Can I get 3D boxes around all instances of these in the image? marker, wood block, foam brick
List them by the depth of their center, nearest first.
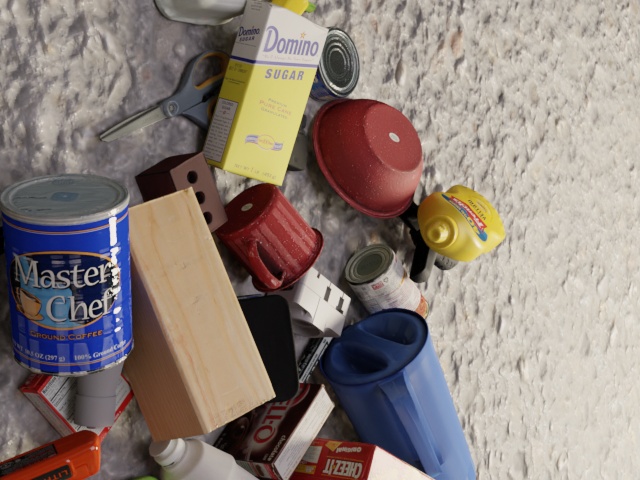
[{"bbox_3d":[-0.134,0.069,0.973,0.090,0.091,0.206,-23,92,-41],"label":"wood block"},{"bbox_3d":[-0.136,-0.041,1.052,0.052,0.051,0.078,-39,117,-45],"label":"foam brick"},{"bbox_3d":[-0.018,0.147,1.209,0.020,0.020,0.121,58,46,-31],"label":"marker"}]

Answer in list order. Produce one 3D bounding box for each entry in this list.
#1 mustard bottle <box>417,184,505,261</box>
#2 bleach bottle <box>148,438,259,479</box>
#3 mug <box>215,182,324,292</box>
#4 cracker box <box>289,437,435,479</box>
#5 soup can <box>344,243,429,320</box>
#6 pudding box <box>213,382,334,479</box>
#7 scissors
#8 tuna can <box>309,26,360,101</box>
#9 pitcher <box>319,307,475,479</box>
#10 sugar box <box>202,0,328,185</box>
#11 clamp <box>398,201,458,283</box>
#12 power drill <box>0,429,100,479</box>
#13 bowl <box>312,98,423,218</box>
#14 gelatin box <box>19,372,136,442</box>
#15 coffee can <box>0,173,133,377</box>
[{"bbox_3d":[0.168,-0.019,1.324,0.096,0.058,0.191,51,23,9],"label":"mustard bottle"},{"bbox_3d":[-0.083,0.270,1.070,0.250,0.103,0.068,47,50,-31],"label":"bleach bottle"},{"bbox_3d":[-0.057,0.001,1.111,0.081,0.093,0.117,51,25,-30],"label":"mug"},{"bbox_3d":[0.045,0.280,1.162,0.213,0.164,0.072,39,59,-42],"label":"cracker box"},{"bbox_3d":[0.081,0.062,1.303,0.102,0.069,0.068,54,48,-33],"label":"soup can"},{"bbox_3d":[-0.050,0.197,1.108,0.039,0.090,0.113,59,46,-30],"label":"pudding box"},{"bbox_3d":[-0.141,-0.121,1.081,0.201,0.016,0.096,-53,126,-39],"label":"scissors"},{"bbox_3d":[0.010,-0.209,1.263,0.085,0.034,0.086,6,82,-51],"label":"tuna can"},{"bbox_3d":[0.103,0.215,1.263,0.149,0.145,0.243,-53,129,-41],"label":"pitcher"},{"bbox_3d":[-0.057,-0.153,1.115,0.093,0.048,0.176,12,99,-49],"label":"sugar box"},{"bbox_3d":[0.129,-0.018,1.372,0.209,0.036,0.164,6,57,-63],"label":"clamp"},{"bbox_3d":[-0.195,0.260,0.898,0.184,0.057,0.187,-20,99,-20],"label":"power drill"},{"bbox_3d":[0.070,-0.110,1.269,0.161,0.055,0.162,20,55,-32],"label":"bowl"},{"bbox_3d":[-0.216,0.134,0.955,0.089,0.030,0.073,57,48,-31],"label":"gelatin box"},{"bbox_3d":[-0.208,0.027,0.884,0.102,0.103,0.140,-27,126,-49],"label":"coffee can"}]
